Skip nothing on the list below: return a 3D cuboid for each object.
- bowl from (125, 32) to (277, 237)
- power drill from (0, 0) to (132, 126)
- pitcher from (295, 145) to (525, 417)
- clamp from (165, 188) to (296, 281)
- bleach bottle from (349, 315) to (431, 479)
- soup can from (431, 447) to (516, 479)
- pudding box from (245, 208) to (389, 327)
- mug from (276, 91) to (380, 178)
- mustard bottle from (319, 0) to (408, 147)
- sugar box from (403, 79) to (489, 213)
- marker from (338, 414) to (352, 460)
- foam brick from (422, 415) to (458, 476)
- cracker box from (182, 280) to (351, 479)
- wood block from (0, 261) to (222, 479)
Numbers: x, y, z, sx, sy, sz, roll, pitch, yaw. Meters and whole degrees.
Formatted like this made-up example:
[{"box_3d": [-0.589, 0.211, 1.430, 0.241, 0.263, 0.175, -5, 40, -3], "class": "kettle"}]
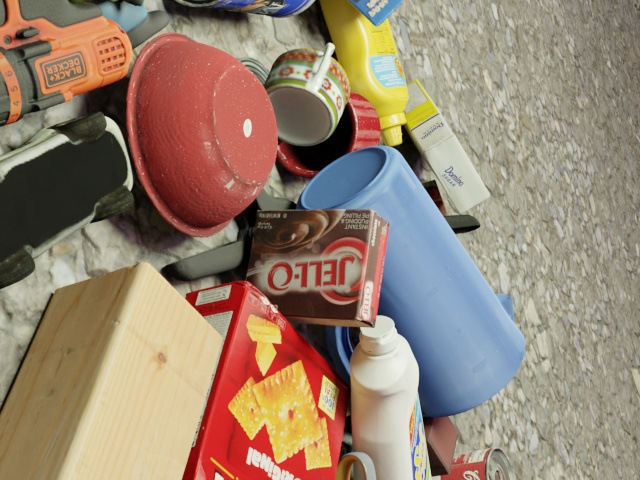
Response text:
[{"box_3d": [-0.079, -0.085, 0.823, 0.161, 0.055, 0.162, 21, 66, -59], "class": "bowl"}, {"box_3d": [-0.212, -0.165, 0.665, 0.184, 0.057, 0.188, -30, 120, -43], "class": "power drill"}, {"box_3d": [0.073, 0.043, 0.978, 0.242, 0.145, 0.149, 56, 24, -26], "class": "pitcher"}, {"box_3d": [-0.056, 0.001, 0.928, 0.209, 0.036, 0.164, 45, 46, -41], "class": "clamp"}, {"box_3d": [0.058, 0.179, 0.920, 0.102, 0.068, 0.251, -64, 151, -53], "class": "bleach bottle"}, {"box_3d": [0.136, 0.248, 1.066, 0.068, 0.102, 0.068, 33, 49, -49], "class": "soup can"}, {"box_3d": [-0.004, 0.022, 0.867, 0.039, 0.114, 0.090, 30, 64, -54], "class": "pudding box"}, {"box_3d": [0.000, -0.115, 1.043, 0.117, 0.093, 0.081, 41, 19, 17], "class": "mug"}, {"box_3d": [0.056, -0.198, 1.193, 0.096, 0.058, 0.191, -19, 92, -61], "class": "mustard bottle"}, {"box_3d": [0.134, -0.111, 1.230, 0.093, 0.048, 0.176, 55, 11, -28], "class": "sugar box"}, {"box_3d": [0.015, 0.201, 0.967, 0.020, 0.020, 0.121, 60, 32, -22], "class": "marker"}, {"box_3d": [0.085, 0.195, 1.032, 0.053, 0.078, 0.051, 58, 33, -29], "class": "foam brick"}, {"box_3d": [-0.056, 0.163, 0.813, 0.164, 0.072, 0.213, 50, 38, -36], "class": "cracker box"}, {"box_3d": [-0.142, 0.127, 0.667, 0.090, 0.090, 0.206, 50, 38, -34], "class": "wood block"}]
